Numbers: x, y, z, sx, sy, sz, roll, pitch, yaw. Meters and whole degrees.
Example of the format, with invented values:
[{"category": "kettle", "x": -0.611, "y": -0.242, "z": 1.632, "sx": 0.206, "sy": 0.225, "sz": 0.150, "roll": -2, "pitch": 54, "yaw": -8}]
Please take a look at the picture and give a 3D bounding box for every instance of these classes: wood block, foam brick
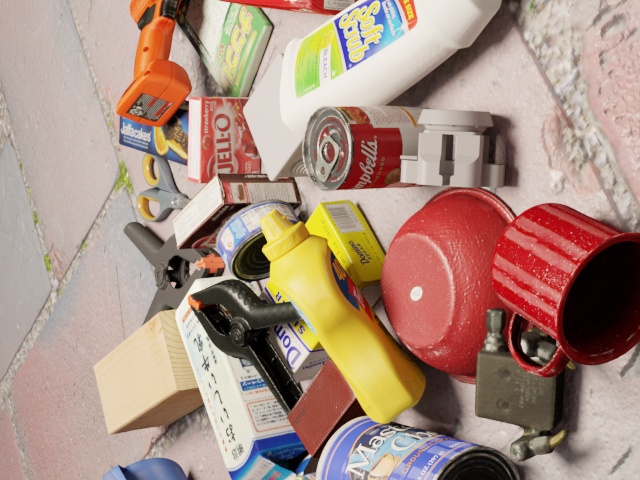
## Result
[{"category": "wood block", "x": -0.179, "y": 0.152, "z": 1.238, "sx": 0.206, "sy": 0.090, "sz": 0.091, "roll": -36, "pitch": 64, "yaw": 51}, {"category": "foam brick", "x": 0.018, "y": 0.152, "z": 0.965, "sx": 0.078, "sy": 0.051, "sz": 0.053, "roll": -56, "pitch": 47, "yaw": 21}]

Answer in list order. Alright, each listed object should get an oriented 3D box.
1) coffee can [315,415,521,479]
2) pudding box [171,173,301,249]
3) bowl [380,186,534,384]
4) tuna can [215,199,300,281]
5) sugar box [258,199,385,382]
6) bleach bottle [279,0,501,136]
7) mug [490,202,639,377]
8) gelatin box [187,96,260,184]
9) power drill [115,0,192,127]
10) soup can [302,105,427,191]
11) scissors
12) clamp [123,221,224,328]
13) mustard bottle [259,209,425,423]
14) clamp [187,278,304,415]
[{"category": "coffee can", "x": 0.077, "y": 0.202, "z": 0.853, "sx": 0.141, "sy": 0.102, "sz": 0.103, "roll": 3, "pitch": 96, "yaw": 56}, {"category": "pudding box", "x": -0.087, "y": -0.029, "z": 1.082, "sx": 0.114, "sy": 0.089, "sz": 0.039, "roll": -42, "pitch": 59, "yaw": 49}, {"category": "bowl", "x": 0.097, "y": 0.037, "z": 0.849, "sx": 0.162, "sy": 0.055, "sz": 0.162, "roll": 10, "pitch": 102, "yaw": 55}, {"category": "tuna can", "x": -0.057, "y": 0.001, "z": 1.045, "sx": 0.034, "sy": 0.085, "sz": 0.086, "roll": 58, "pitch": 137, "yaw": 32}, {"category": "sugar box", "x": -0.003, "y": 0.051, "z": 1.005, "sx": 0.176, "sy": 0.048, "sz": 0.093, "roll": -55, "pitch": 52, "yaw": 41}, {"category": "bleach bottle", "x": 0.063, "y": -0.171, "z": 0.867, "sx": 0.251, "sy": 0.068, "sz": 0.102, "roll": -29, "pitch": 48, "yaw": 48}, {"category": "mug", "x": 0.164, "y": 0.035, "z": 0.715, "sx": 0.082, "sy": 0.093, "sz": 0.117, "roll": 37, "pitch": 106, "yaw": 54}, {"category": "gelatin box", "x": -0.099, "y": -0.104, "z": 1.106, "sx": 0.030, "sy": 0.073, "sz": 0.089, "roll": 15, "pitch": 105, "yaw": 54}, {"category": "power drill", "x": -0.161, "y": -0.229, "z": 1.132, "sx": 0.185, "sy": 0.057, "sz": 0.187, "roll": -37, "pitch": 42, "yaw": 55}, {"category": "soup can", "x": 0.046, "y": -0.075, "z": 0.870, "sx": 0.069, "sy": 0.102, "sz": 0.068, "roll": 9, "pitch": 100, "yaw": 55}, {"category": "scissors", "x": -0.172, "y": -0.065, "z": 1.271, "sx": 0.202, "sy": 0.016, "sz": 0.096, "roll": -6, "pitch": 88, "yaw": 56}, {"category": "clamp", "x": -0.181, "y": 0.034, "z": 1.275, "sx": 0.210, "sy": 0.036, "sz": 0.164, "roll": -28, "pitch": 70, "yaw": 51}, {"category": "mustard bottle", "x": 0.011, "y": 0.056, "z": 0.883, "sx": 0.191, "sy": 0.058, "sz": 0.096, "roll": 54, "pitch": -173, "yaw": -6}, {"category": "clamp", "x": -0.063, "y": 0.096, "z": 1.024, "sx": 0.172, "sy": 0.039, "sz": 0.120, "roll": 18, "pitch": 110, "yaw": 44}]
